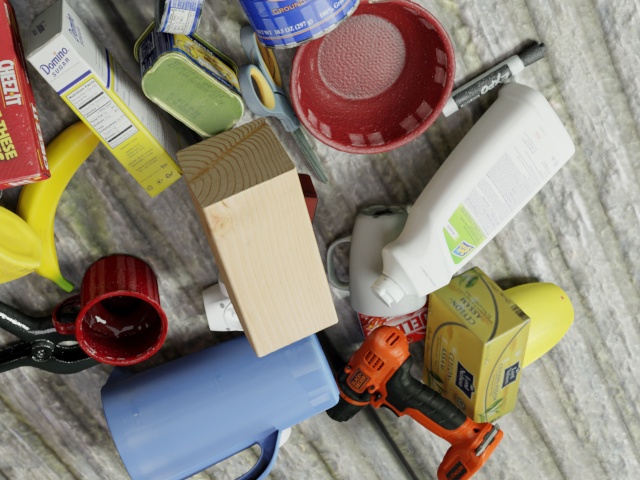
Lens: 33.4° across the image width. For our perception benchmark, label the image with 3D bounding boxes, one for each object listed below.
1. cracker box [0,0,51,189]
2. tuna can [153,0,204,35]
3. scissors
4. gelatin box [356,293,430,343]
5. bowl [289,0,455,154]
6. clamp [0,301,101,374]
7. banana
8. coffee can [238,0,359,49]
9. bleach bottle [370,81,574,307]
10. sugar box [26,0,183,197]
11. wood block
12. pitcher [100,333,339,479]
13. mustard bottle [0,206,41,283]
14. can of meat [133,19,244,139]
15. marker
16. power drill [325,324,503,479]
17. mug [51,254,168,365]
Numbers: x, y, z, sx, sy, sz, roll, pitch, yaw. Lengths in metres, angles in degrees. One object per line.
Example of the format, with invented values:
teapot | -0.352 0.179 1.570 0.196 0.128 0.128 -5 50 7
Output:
cracker box | -0.360 -0.112 0.931 0.213 0.072 0.164 -12 92 -4
tuna can | -0.123 -0.224 0.938 0.033 0.086 0.086 5 121 -17
scissors | -0.036 -0.112 1.029 0.016 0.096 0.201 -11 123 20
gelatin box | 0.088 0.084 1.210 0.089 0.030 0.073 -18 124 0
bowl | 0.045 -0.166 1.028 0.162 0.055 0.162 -5 123 -9
clamp | -0.307 0.116 1.143 0.171 0.039 0.120 15 129 -23
banana | -0.262 -0.040 1.055 0.069 0.037 0.198 7 120 -21
coffee can | -0.038 -0.253 0.927 0.103 0.103 0.140 -25 123 4
bleach bottle | 0.141 -0.037 1.074 0.250 0.068 0.102 -46 122 -7
sugar box | -0.195 -0.129 0.978 0.048 0.093 0.176 -35 121 10
wood block | -0.057 0.001 1.010 0.090 0.090 0.206 -23 134 -8
pitcher | -0.103 0.184 1.164 0.243 0.145 0.149 -23 112 -3
mustard bottle | -0.373 0.026 1.042 0.192 0.058 0.096 -22 148 24
can of meat | -0.120 -0.149 0.987 0.102 0.084 0.057 34 110 -28
marker | 0.174 -0.164 1.078 0.121 0.020 0.020 -31 123 8
power drill | 0.097 0.198 1.194 0.188 0.057 0.185 39 142 8
mug | -0.219 0.071 1.106 0.117 0.081 0.093 -12 123 -5
